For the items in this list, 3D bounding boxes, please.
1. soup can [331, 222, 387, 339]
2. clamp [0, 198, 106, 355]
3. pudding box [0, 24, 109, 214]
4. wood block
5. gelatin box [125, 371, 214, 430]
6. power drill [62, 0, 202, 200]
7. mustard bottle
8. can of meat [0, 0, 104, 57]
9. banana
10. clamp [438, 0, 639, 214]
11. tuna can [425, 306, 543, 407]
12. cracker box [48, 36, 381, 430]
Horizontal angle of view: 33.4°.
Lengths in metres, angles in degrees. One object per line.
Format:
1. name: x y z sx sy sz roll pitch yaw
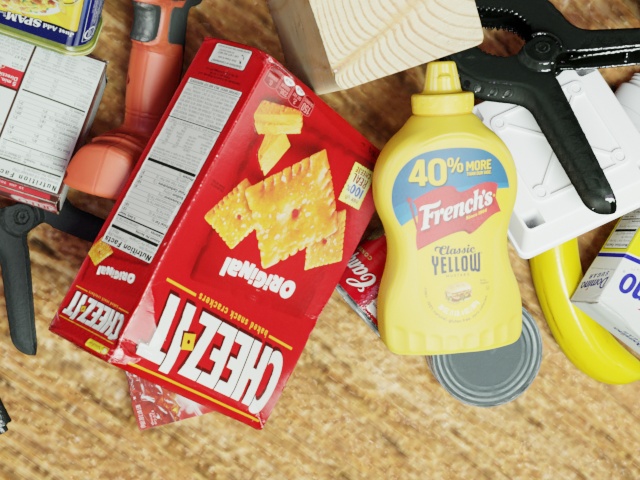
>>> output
1. soup can: 0.062 0.017 0.781 0.102 0.068 0.068 -42 99 -1
2. clamp: -0.199 -0.017 0.762 0.120 0.039 0.171 -29 97 -14
3. pudding box: -0.204 -0.085 0.732 0.090 0.039 0.113 19 69 -10
4. wood block: 0.025 -0.149 0.688 0.090 0.206 0.090 -19 99 -5
5. gelatin box: -0.109 0.087 0.788 0.073 0.030 0.089 -14 98 -6
6. power drill: -0.117 -0.123 0.696 0.057 0.184 0.188 17 103 9
7. mustard bottle: 0.084 -0.023 0.713 0.096 0.058 0.191 -4 100 -6
8. can of meat: -0.190 -0.181 0.710 0.102 0.084 0.057 17 50 -10
9. banana: 0.197 0.037 0.819 0.069 0.037 0.198 -32 101 -23
10. clamp: 0.165 -0.129 0.748 0.210 0.036 0.164 38 73 24
11. tuna can: 0.123 0.081 0.813 0.086 0.034 0.086 -1 96 -7
12. cracker box: -0.055 0.001 0.707 0.164 0.072 0.213 36 78 -49
